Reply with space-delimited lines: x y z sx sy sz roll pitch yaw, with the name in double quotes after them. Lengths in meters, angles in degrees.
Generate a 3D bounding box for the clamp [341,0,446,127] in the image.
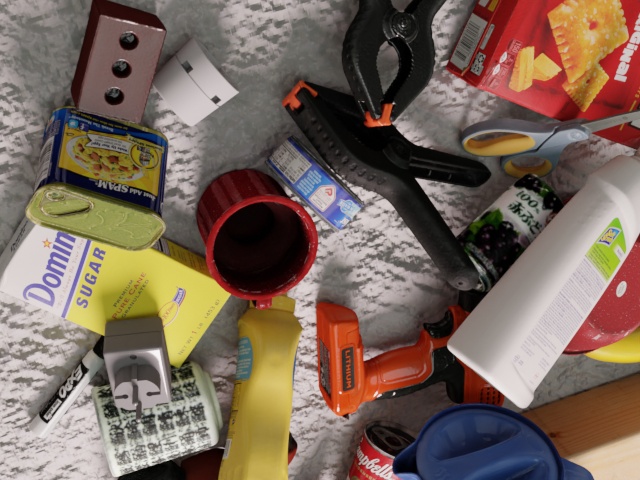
0.069 -0.176 0.856 0.120 0.039 0.171 1 95 -16 "clamp"

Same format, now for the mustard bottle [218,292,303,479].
-0.050 0.124 0.932 0.058 0.096 0.191 8 78 -10 "mustard bottle"

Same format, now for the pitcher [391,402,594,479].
0.152 0.282 1.015 0.144 0.149 0.243 -30 141 -33 "pitcher"

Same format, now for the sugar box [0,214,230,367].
-0.171 0.031 0.892 0.176 0.048 0.093 26 107 -28 "sugar box"

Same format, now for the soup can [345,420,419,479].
0.059 0.238 1.051 0.068 0.068 0.102 11 111 -22 "soup can"

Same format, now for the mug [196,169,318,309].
-0.056 0.001 0.894 0.093 0.081 0.117 -13 117 -12 "mug"

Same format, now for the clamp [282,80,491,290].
0.059 -0.056 0.879 0.209 0.164 0.036 31 127 -19 "clamp"

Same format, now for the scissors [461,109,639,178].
0.218 -0.083 0.908 0.096 0.202 0.016 42 55 -48 "scissors"

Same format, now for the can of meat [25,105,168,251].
-0.169 -0.049 0.826 0.102 0.084 0.058 17 144 -24 "can of meat"

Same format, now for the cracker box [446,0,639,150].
0.239 -0.178 0.909 0.213 0.072 0.164 17 109 -24 "cracker box"

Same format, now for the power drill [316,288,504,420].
0.092 0.085 0.994 0.187 0.057 0.184 -6 108 -14 "power drill"

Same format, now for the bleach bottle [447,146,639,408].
0.220 0.022 0.926 0.251 0.068 0.102 -51 141 -1 "bleach bottle"

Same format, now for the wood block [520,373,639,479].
0.287 0.215 1.099 0.206 0.091 0.090 -17 118 -9 "wood block"

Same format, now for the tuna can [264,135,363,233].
-0.005 -0.047 0.886 0.034 0.086 0.086 -46 119 4 "tuna can"

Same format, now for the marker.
-0.213 0.124 0.938 0.020 0.020 0.121 35 100 -28 "marker"

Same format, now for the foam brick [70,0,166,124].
-0.155 -0.137 0.815 0.053 0.051 0.078 11 110 -22 "foam brick"
